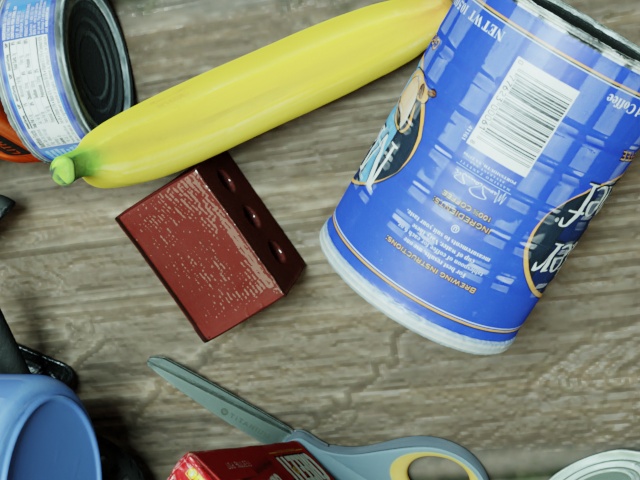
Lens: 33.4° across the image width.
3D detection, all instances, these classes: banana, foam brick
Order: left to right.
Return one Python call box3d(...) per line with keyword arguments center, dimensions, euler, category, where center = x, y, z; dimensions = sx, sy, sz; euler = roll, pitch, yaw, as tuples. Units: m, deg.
box3d(center=(-0.054, 0.001, 0.538), dimensions=(0.051, 0.053, 0.078), euler=(-32, 99, 19), category="foam brick")
box3d(center=(-0.031, -0.065, 0.494), dimensions=(0.197, 0.070, 0.037), euler=(-27, 109, -13), category="banana")

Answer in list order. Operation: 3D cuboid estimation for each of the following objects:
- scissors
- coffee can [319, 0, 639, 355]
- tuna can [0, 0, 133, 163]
box3d(center=(0.008, 0.106, 0.576), dimensions=(0.201, 0.016, 0.096), euler=(45, 109, -4), category="scissors")
box3d(center=(0.076, -0.035, 0.471), dimensions=(0.103, 0.102, 0.140), euler=(30, 110, 2), category="coffee can")
box3d(center=(-0.120, -0.081, 0.509), dimensions=(0.034, 0.086, 0.086), euler=(-8, 105, 11), category="tuna can")
